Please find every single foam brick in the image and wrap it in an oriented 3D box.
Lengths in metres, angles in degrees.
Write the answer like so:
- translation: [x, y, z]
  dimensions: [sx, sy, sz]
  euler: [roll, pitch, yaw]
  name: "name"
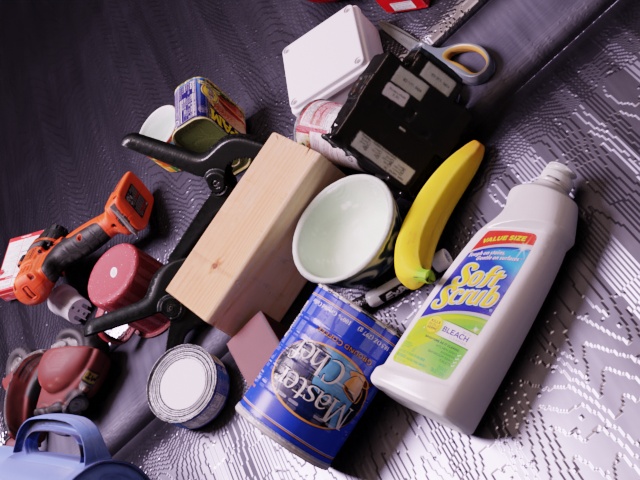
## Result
- translation: [-0.049, 0.120, 1.073]
  dimensions: [0.051, 0.053, 0.078]
  euler: [-45, 41, 8]
  name: "foam brick"

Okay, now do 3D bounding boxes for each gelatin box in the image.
- translation: [-0.406, 0.035, 1.475]
  dimensions: [0.073, 0.030, 0.089]
  euler: [-13, 55, 34]
  name: "gelatin box"

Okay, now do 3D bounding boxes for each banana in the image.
- translation: [0.109, -0.018, 1.016]
  dimensions: [0.070, 0.037, 0.197]
  euler: [-18, 34, 39]
  name: "banana"

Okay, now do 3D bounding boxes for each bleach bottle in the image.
- translation: [0.149, 0.040, 0.942]
  dimensions: [0.103, 0.068, 0.250]
  euler: [20, 75, 46]
  name: "bleach bottle"

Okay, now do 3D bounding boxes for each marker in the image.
- translation: [0.074, 0.044, 1.039]
  dimensions: [0.121, 0.020, 0.020]
  euler: [-31, 46, 23]
  name: "marker"

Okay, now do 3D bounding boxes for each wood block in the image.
- translation: [-0.058, 0.001, 1.136]
  dimensions: [0.091, 0.090, 0.206]
  euler: [30, 84, 48]
  name: "wood block"

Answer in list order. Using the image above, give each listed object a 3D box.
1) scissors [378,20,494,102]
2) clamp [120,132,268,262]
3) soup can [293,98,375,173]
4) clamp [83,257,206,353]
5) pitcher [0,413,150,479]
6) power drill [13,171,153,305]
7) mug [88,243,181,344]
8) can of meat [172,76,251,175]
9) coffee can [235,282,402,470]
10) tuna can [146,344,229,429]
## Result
- translation: [0.107, -0.191, 1.174]
  dimensions: [0.202, 0.016, 0.096]
  euler: [25, 81, 48]
  name: "scissors"
- translation: [-0.123, -0.077, 1.229]
  dimensions: [0.210, 0.164, 0.036]
  euler: [-21, 14, 21]
  name: "clamp"
- translation: [0.029, -0.113, 1.152]
  dimensions: [0.102, 0.068, 0.068]
  euler: [19, 76, 47]
  name: "soup can"
- translation: [-0.178, 0.076, 1.188]
  dimensions: [0.171, 0.120, 0.039]
  euler: [-59, 10, -13]
  name: "clamp"
- translation: [-0.290, 0.273, 1.127]
  dimensions: [0.243, 0.145, 0.149]
  euler: [-1, 51, 45]
  name: "pitcher"
- translation: [-0.303, -0.009, 1.369]
  dimensions: [0.188, 0.057, 0.184]
  euler: [-35, 22, 14]
  name: "power drill"
- translation: [-0.222, 0.066, 1.246]
  dimensions: [0.093, 0.081, 0.117]
  euler: [23, 79, 48]
  name: "mug"
- translation: [-0.132, -0.138, 1.292]
  dimensions: [0.058, 0.102, 0.084]
  euler: [-29, 44, 22]
  name: "can of meat"
- translation: [0.002, 0.125, 0.985]
  dimensions: [0.103, 0.102, 0.140]
  euler: [29, 84, 49]
  name: "coffee can"
- translation: [-0.139, 0.155, 1.131]
  dimensions: [0.086, 0.033, 0.086]
  euler: [-11, 63, 22]
  name: "tuna can"
